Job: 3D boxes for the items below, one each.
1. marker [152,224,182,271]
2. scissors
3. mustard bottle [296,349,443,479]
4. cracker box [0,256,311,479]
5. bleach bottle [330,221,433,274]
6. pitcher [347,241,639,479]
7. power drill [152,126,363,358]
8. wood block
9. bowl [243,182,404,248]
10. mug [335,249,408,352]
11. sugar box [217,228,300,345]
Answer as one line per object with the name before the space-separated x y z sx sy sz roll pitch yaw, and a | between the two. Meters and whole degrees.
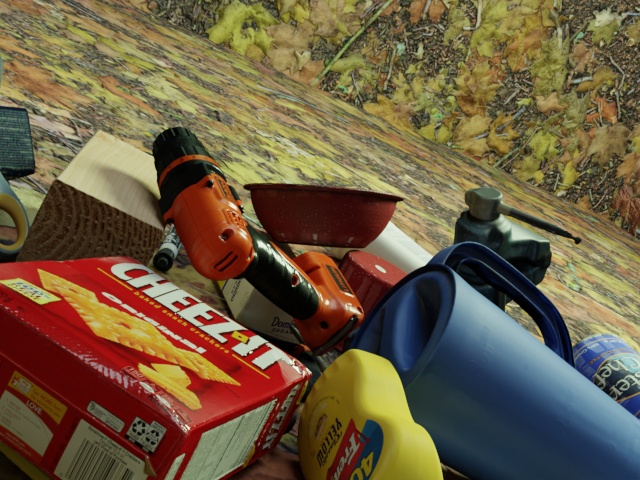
marker | -0.144 0.006 1.025 0.020 0.020 0.121 26 14 -7
scissors | -0.258 -0.063 0.861 0.096 0.016 0.201 38 41 -24
mustard bottle | 0.033 0.150 0.660 0.058 0.096 0.192 22 15 -19
cracker box | -0.115 0.076 0.638 0.164 0.072 0.213 31 10 14
bleach bottle | 0.134 0.058 1.287 0.251 0.068 0.102 38 17 29
pitcher | 0.149 0.124 0.838 0.242 0.149 0.145 34 18 -19
power drill | -0.056 0.001 0.859 0.187 0.057 0.184 39 15 -37
wood block | -0.179 -0.016 0.886 0.090 0.090 0.206 25 13 -10
bowl | 0.001 -0.023 1.062 0.162 0.055 0.162 4 -2 0
mug | 0.050 0.063 1.053 0.093 0.081 0.117 36 15 31
sugar box | -0.053 0.039 1.024 0.093 0.048 0.176 23 17 -25
